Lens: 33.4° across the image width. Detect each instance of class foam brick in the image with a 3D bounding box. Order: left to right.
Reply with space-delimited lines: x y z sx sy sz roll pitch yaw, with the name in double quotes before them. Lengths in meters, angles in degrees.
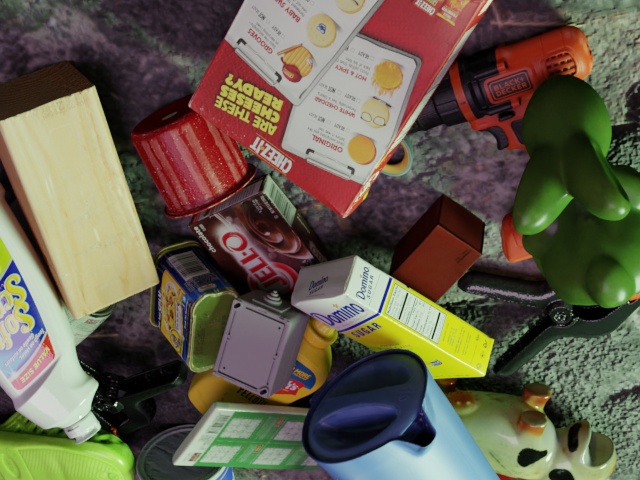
"foam brick" 0.108 0.009 0.984 0.053 0.051 0.078 33 124 -12

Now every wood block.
"wood block" -0.229 -0.046 0.978 0.090 0.091 0.206 -25 123 -19

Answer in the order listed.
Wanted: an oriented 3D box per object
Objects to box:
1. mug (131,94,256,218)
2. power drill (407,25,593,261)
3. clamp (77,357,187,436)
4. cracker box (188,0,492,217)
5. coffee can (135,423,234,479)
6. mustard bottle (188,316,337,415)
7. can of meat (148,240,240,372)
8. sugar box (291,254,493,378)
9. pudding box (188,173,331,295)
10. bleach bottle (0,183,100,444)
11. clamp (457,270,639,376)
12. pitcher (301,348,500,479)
"mug" -0.123 -0.079 0.963 0.117 0.093 0.081 7 129 54
"power drill" 0.161 -0.074 0.912 0.185 0.057 0.187 -17 118 22
"clamp" -0.210 0.159 1.117 0.164 0.036 0.210 9 150 6
"cracker box" 0.016 -0.153 0.852 0.164 0.072 0.214 36 119 7
"coffee can" -0.142 0.293 1.199 0.103 0.102 0.140 0 123 12
"mustard bottle" -0.045 0.127 1.093 0.096 0.058 0.192 38 123 -15
"can of meat" -0.123 0.065 1.044 0.057 0.084 0.102 -15 131 -30
"sugar box" 0.067 0.076 0.997 0.176 0.048 0.094 28 157 -26
"pudding box" -0.057 0.001 1.022 0.090 0.039 0.113 -24 116 25
"bleach bottle" -0.277 0.075 0.996 0.102 0.068 0.251 -31 100 -2
"clamp" 0.223 0.072 1.009 0.172 0.039 0.120 -7 125 17
"pitcher" 0.094 0.226 1.009 0.145 0.149 0.242 -27 117 19
